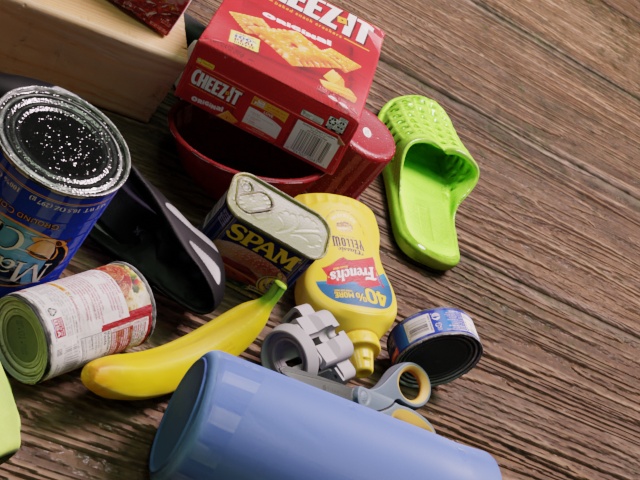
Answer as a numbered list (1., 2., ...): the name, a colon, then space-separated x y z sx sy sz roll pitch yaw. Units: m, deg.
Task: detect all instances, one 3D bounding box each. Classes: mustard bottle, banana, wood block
1. mustard bottle: 0.021 0.044 0.994 0.096 0.058 0.191 11 46 -26
2. banana: -0.108 0.085 0.828 0.037 0.070 0.197 33 39 30
3. wood block: -0.235 -0.197 0.982 0.205 0.090 0.091 17 44 -30

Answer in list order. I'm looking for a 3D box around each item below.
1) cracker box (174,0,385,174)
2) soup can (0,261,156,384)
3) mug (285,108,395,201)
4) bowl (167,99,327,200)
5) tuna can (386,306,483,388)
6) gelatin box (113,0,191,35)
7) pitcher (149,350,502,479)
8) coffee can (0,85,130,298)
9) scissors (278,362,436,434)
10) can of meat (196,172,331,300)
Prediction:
1. cracker box: -0.031 -0.174 1.035 0.164 0.072 0.213 26 34 -7
2. soup can: -0.181 0.060 0.785 0.102 0.069 0.068 -19 67 -50
3. mug: 0.015 -0.090 1.107 0.117 0.082 0.093 6 49 -39
4. bowl: -0.072 -0.078 1.015 0.162 0.055 0.162 14 31 -9
5. tuna can: 0.105 0.099 0.992 0.086 0.086 0.034 15 42 -32
6. gelatin box: -0.155 -0.238 0.956 0.089 0.073 0.030 33 38 -13
7. pitcher: 0.000 0.173 0.800 0.242 0.149 0.145 27 54 -15
8. coffee can: -0.216 -0.028 0.781 0.102 0.141 0.103 25 39 -22
9. scissors: 0.040 0.121 0.911 0.201 0.016 0.096 42 46 -33
10. can of meat: -0.056 0.001 0.944 0.102 0.084 0.057 30 41 -16
